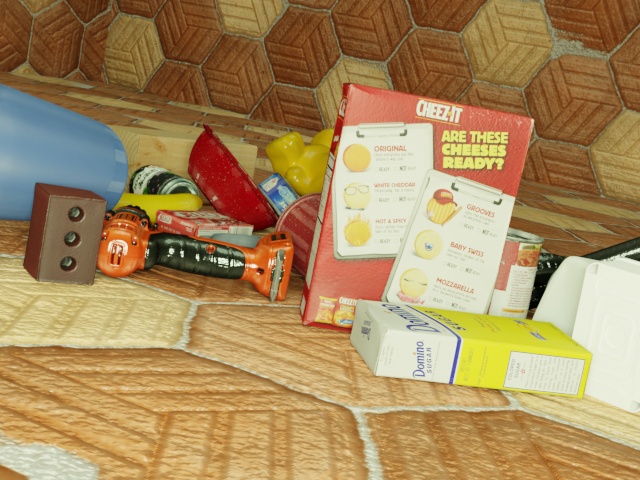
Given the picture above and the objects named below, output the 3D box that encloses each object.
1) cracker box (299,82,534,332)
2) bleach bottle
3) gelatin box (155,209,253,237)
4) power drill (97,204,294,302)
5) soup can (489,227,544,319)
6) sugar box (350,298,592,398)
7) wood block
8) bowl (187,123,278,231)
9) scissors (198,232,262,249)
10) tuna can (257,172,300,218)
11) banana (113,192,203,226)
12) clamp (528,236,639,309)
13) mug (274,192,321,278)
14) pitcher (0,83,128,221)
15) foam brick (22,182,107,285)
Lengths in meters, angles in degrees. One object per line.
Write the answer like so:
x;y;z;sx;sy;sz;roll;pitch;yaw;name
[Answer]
0.080;-0.021;0.945;0.164;0.214;0.072;10;10;-8;cracker box
0.320;0.083;1.018;0.250;0.103;0.068;12;17;-33;bleach bottle
-0.133;-0.014;1.220;0.073;0.030;0.089;19;12;42;gelatin box
-0.123;0.008;1.036;0.187;0.057;0.184;8;11;-6;power drill
0.170;0.041;1.026;0.068;0.102;0.068;11;10;-2;soup can
0.120;0.087;0.873;0.176;0.048;0.093;10;10;-13;sugar box
-0.199;-0.103;1.491;0.205;0.090;0.091;1;14;-45;wood block
-0.116;-0.066;1.326;0.162;0.055;0.162;52;-5;6;bowl
-0.034;0.009;1.144;0.202;0.016;0.096;4;-6;2;scissors
-0.042;-0.043;1.333;0.086;0.033;0.086;52;-4;5;tuna can
-0.218;-0.043;1.234;0.197;0.037;0.070;7;35;-30;banana
0.258;0.049;1.155;0.210;0.036;0.165;-6;-31;-8;clamp
0.020;0.002;1.098;0.117;0.093;0.082;-18;25;-17;mug
-0.295;-0.071;0.988;0.149;0.145;0.242;1;-4;25;pitcher
-0.223;-0.006;0.929;0.052;0.078;0.051;6;9;-30;foam brick
